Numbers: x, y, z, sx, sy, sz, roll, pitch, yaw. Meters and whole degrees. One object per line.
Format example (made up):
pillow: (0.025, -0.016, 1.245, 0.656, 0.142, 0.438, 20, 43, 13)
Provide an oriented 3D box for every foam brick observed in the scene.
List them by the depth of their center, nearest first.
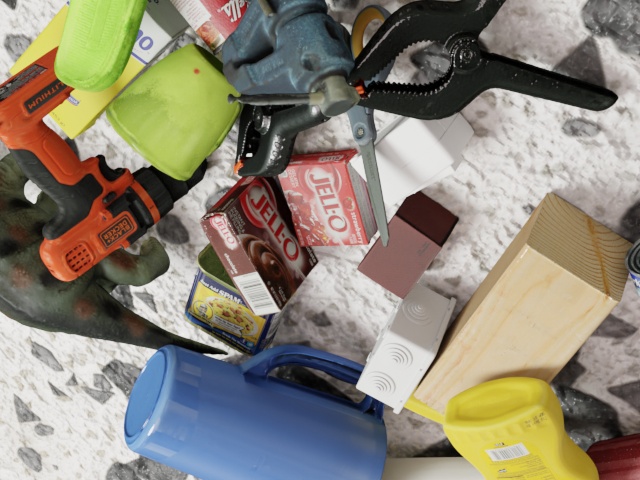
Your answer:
foam brick: (0.079, 0.003, 0.966, 0.053, 0.051, 0.078, 35, 130, 2)

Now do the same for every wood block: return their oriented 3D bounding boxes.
wood block: (0.176, 0.073, 0.936, 0.090, 0.090, 0.206, 33, 129, 4)

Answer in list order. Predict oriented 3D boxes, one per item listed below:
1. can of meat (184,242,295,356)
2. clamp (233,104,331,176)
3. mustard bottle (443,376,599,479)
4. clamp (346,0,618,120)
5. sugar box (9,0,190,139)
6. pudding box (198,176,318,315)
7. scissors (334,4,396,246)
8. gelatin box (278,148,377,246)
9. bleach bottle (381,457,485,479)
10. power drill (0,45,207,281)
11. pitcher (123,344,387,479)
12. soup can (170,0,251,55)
can of meat: (-0.084, 0.060, 1.085, 0.102, 0.057, 0.084, 30, 131, 8)
clamp: (-0.034, -0.105, 0.931, 0.039, 0.120, 0.172, 0, 138, -22)
mustard bottle: (0.188, 0.202, 0.930, 0.096, 0.058, 0.191, -18, 123, 26)
clamp: (0.113, -0.158, 0.818, 0.210, 0.036, 0.164, -11, 113, 8)
sugar box: (-0.209, -0.180, 1.000, 0.093, 0.048, 0.177, 47, 131, -8)
pudding box: (-0.057, 0.001, 1.010, 0.039, 0.089, 0.113, -12, 114, 35)
scissors: (0.047, -0.105, 0.870, 0.096, 0.016, 0.202, -37, 67, 34)
gelatin box: (0.006, -0.038, 0.990, 0.073, 0.030, 0.089, -2, 119, 28)
bleach bottle: (0.169, 0.265, 1.084, 0.251, 0.068, 0.102, -8, 124, 27)
power drill: (-0.207, -0.080, 0.972, 0.057, 0.184, 0.187, 21, 145, 52)
pitcher: (-0.060, 0.182, 1.054, 0.242, 0.149, 0.145, 24, 148, -22)
soup can: (-0.095, -0.218, 0.902, 0.069, 0.068, 0.102, -31, 103, 38)
